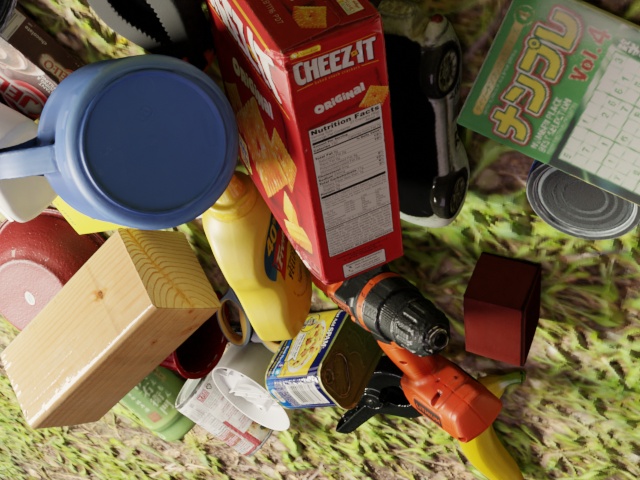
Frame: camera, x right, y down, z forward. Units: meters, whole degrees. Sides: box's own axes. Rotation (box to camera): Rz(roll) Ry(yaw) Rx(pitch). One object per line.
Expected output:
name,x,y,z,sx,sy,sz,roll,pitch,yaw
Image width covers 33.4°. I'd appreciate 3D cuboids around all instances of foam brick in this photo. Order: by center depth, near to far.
foam brick,0.151,0.057,0.886,0.051,0.053,0.078,12,141,20

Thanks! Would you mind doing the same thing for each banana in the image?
banana,0.166,0.190,1.055,0.070,0.037,0.198,13,142,21

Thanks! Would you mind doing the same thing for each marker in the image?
marker,-0.083,0.098,1.121,0.121,0.020,0.020,-4,134,36

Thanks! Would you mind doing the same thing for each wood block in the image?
wood block,-0.205,0.087,1.026,0.206,0.090,0.091,-42,64,28

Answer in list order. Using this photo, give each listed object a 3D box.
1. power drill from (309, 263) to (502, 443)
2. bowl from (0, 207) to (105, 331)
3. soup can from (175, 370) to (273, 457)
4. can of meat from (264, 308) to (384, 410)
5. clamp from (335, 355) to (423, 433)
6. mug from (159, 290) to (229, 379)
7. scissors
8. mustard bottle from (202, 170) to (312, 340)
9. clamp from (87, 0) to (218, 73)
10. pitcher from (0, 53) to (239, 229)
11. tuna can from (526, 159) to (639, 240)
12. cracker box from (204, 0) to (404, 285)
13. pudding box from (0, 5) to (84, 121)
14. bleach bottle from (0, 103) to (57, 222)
power drill,0.083,0.092,0.916,0.187,0.057,0.185,53,171,-32
bowl,-0.288,0.049,1.114,0.162,0.055,0.162,8,118,15
soup can,-0.105,0.190,1.208,0.102,0.068,0.069,36,144,-11
can of meat,0.004,0.111,1.011,0.084,0.102,0.057,-12,128,45
clamp,0.047,0.144,1.076,0.172,0.039,0.120,-21,127,40
mug,-0.154,0.078,1.093,0.082,0.093,0.117,9,115,32
scissors,-0.064,0.043,1.025,0.096,0.016,0.202,27,140,15
mustard bottle,-0.055,0.001,0.890,0.058,0.096,0.191,-3,147,14
clamp,-0.144,-0.195,0.721,0.210,0.036,0.165,41,153,-19
pitcher,-0.142,-0.067,0.757,0.145,0.149,0.243,36,175,-15
tuna can,0.190,-0.040,0.755,0.086,0.033,0.086,18,144,14
cracker box,-0.017,-0.097,0.716,0.164,0.072,0.214,57,166,39
pudding box,-0.267,-0.156,0.907,0.113,0.039,0.090,43,143,-19
bleach bottle,-0.345,-0.113,0.962,0.251,0.068,0.102,30,156,26
